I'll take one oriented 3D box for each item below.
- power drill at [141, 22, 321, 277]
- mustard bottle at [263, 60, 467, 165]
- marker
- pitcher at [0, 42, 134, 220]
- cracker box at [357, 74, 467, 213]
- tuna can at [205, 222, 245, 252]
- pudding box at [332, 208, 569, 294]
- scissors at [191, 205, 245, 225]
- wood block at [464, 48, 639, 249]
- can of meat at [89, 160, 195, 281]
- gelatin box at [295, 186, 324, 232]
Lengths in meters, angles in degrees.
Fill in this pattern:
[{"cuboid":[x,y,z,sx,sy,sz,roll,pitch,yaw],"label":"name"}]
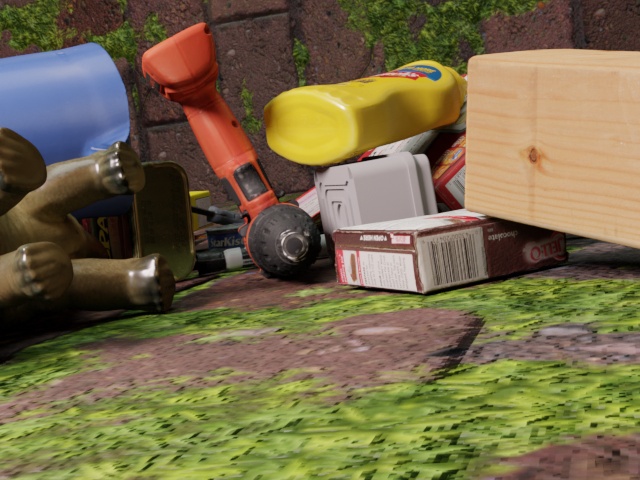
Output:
[{"cuboid":[-0.062,-0.059,0.770,0.057,0.187,0.184,-28,6,-7],"label":"power drill"},{"cuboid":[0.054,-0.105,0.839,0.096,0.058,0.191,5,18,45],"label":"mustard bottle"},{"cuboid":[-0.047,0.012,0.879,0.121,0.020,0.020,-9,4,-12],"label":"marker"},{"cuboid":[-0.268,-0.065,0.770,0.242,0.145,0.149,-12,-19,-29],"label":"pitcher"},{"cuboid":[0.118,-0.073,0.924,0.164,0.072,0.214,-46,17,-16],"label":"cracker box"},{"cuboid":[-0.056,0.001,0.935,0.086,0.034,0.086,-7,4,0],"label":"tuna can"},{"cuboid":[0.078,0.004,0.644,0.113,0.039,0.090,-8,4,-30],"label":"pudding box"},{"cuboid":[-0.077,-0.020,1.000,0.096,0.016,0.201,7,-6,34],"label":"scissors"},{"cuboid":[0.176,-0.047,0.538,0.090,0.091,0.206,-10,16,-35],"label":"wood block"},{"cuboid":[-0.145,-0.015,0.866,0.057,0.102,0.084,-9,6,-33],"label":"can of meat"},{"cuboid":[0.000,-0.033,1.155,0.073,0.030,0.089,-11,-16,-44],"label":"gelatin box"}]
